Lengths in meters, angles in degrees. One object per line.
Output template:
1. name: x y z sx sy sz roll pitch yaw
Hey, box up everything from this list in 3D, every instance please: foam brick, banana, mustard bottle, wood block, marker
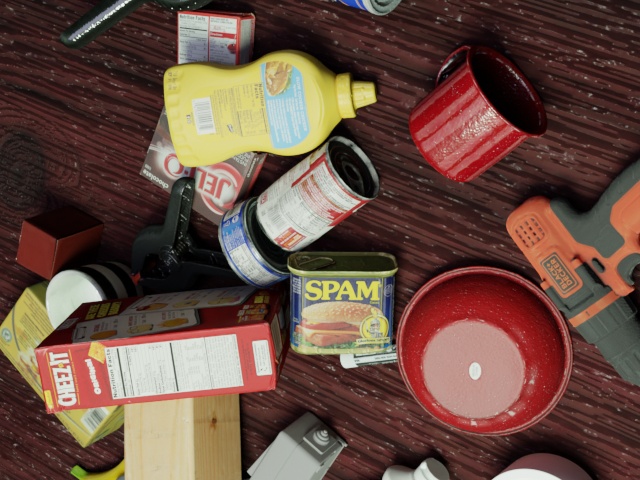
1. foam brick: -0.284 0.002 1.160 0.051 0.078 0.053 26 114 19
2. banana: -0.218 0.249 1.211 0.198 0.037 0.069 -40 85 31
3. mustard bottle: -0.043 -0.126 0.985 0.192 0.058 0.096 -6 103 11
4. wood block: -0.140 0.239 1.097 0.090 0.090 0.206 -7 79 29
5. marker: 0.075 0.107 1.020 0.121 0.020 0.020 -11 98 31

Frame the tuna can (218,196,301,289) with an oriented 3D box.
1. tuna can: -0.057 0.001 1.028 0.034 0.086 0.086 -28 88 30

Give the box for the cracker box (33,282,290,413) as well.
1. cracker box: -0.140 0.099 1.012 0.214 0.164 0.072 -7 101 4

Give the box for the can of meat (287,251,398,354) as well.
1. can of meat: 0.020 0.058 1.001 0.102 0.057 0.084 0 108 -2

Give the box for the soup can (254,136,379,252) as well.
1. soup can: -0.004 -0.042 0.997 0.102 0.068 0.068 -36 84 32

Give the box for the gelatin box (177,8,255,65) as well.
1. gelatin box: -0.102 -0.179 1.039 0.073 0.030 0.089 12 109 28

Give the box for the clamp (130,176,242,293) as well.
1. clamp: -0.146 0.001 1.084 0.172 0.039 0.120 -16 106 42

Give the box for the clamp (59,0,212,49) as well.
1. clamp: -0.160 -0.276 1.031 0.210 0.036 0.164 -4 82 22

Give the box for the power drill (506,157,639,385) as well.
1. power drill: 0.266 0.006 0.863 0.188 0.057 0.184 -41 81 31

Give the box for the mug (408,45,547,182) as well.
1. mug: 0.126 -0.112 0.901 0.082 0.093 0.117 -40 51 36

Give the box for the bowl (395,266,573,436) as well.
1. bowl: 0.139 0.106 0.946 0.162 0.055 0.162 4 103 18

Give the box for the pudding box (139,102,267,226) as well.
1. pudding box: -0.117 -0.079 1.067 0.113 0.039 0.090 34 117 18
